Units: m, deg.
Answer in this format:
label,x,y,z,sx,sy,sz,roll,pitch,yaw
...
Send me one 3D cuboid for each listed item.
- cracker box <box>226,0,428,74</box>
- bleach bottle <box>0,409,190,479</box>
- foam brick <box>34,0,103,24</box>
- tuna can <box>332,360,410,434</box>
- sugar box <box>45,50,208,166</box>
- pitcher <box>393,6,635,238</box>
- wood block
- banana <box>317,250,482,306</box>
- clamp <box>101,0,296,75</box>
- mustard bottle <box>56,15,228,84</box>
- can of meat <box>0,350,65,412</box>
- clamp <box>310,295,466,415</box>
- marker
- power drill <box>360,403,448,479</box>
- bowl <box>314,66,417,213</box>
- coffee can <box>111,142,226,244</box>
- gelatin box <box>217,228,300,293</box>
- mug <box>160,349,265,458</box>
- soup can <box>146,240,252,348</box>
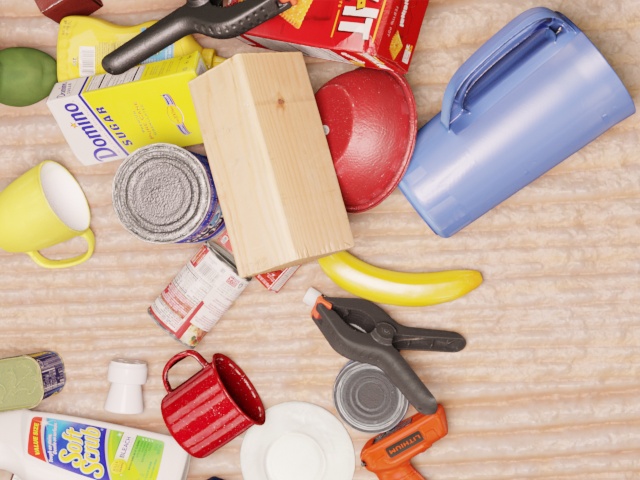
label,x,y,z,sx,sy,sz,roll,pitch,yaw
cracker box,0.010,-0.274,1.107,0.214,0.072,0.164,17,92,36
bleach bottle,-0.273,0.242,1.163,0.251,0.068,0.102,11,49,1
foam brick,-0.285,-0.277,1.181,0.051,0.078,0.053,-30,85,6
tuna can,0.056,0.166,1.162,0.086,0.033,0.086,1,96,10
sugar box,-0.196,-0.139,1.151,0.176,0.048,0.093,-11,129,16
pitcher,0.185,-0.119,1.100,0.243,0.145,0.149,-38,90,8
wood block,-0.049,-0.076,1.072,0.090,0.090,0.206,-19,84,46
banana,0.074,0.036,1.163,0.198,0.037,0.069,19,93,6
clamp,-0.128,-0.239,1.107,0.210,0.036,0.164,6,66,26
mustard bottle,-0.191,-0.196,1.179,0.191,0.058,0.096,4,102,6
can of meat,-0.343,0.156,1.186,0.102,0.084,0.057,-9,89,6
clamp,0.066,0.115,1.125,0.171,0.120,0.039,20,125,2
marker,0.036,0.089,1.176,0.121,0.020,0.020,31,93,5
power drill,0.142,0.274,1.146,0.184,0.057,0.187,-29,87,6
bowl,0.026,-0.112,1.110,0.162,0.055,0.162,-14,72,49
coffee can,-0.153,-0.047,1.135,0.103,0.140,0.103,0,90,6
gelatin box,-0.058,0.001,1.169,0.089,0.030,0.073,44,96,21
mug,-0.126,0.173,1.158,0.081,0.093,0.117,-36,97,10
soup can,-0.132,0.059,1.170,0.068,0.068,0.102,41,94,5
